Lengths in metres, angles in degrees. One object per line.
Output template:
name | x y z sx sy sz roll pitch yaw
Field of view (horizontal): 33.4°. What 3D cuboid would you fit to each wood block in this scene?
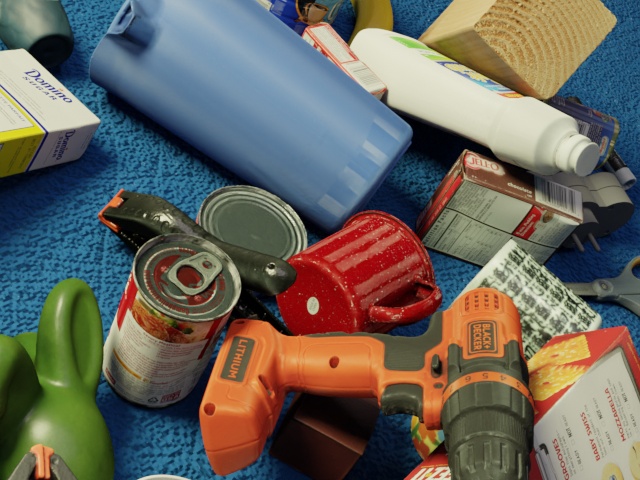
wood block | 0.167 -0.184 0.959 0.090 0.091 0.206 42 -1 -10

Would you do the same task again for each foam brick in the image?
foam brick | 0.008 0.116 0.720 0.053 0.051 0.078 30 44 -1

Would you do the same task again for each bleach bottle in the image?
bleach bottle | 0.131 -0.110 0.900 0.102 0.068 0.251 7 19 -44

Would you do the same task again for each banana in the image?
banana | 0.038 -0.241 1.074 0.069 0.037 0.198 14 46 -18

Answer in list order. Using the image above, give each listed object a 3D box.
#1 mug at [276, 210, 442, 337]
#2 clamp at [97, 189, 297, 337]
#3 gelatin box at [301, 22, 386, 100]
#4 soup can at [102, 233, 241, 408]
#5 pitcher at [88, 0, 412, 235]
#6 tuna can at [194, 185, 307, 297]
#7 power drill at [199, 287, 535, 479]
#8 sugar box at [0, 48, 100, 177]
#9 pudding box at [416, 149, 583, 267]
mug | 0.031 0.037 0.764 0.117 0.093 0.081 16 31 39
clamp | -0.080 0.023 0.745 0.172 0.120 0.039 29 57 27
gelatin box | 0.009 -0.134 0.934 0.030 0.073 0.089 -22 63 -40
soup can | -0.098 0.053 0.684 0.068 0.102 0.068 14 46 -15
pitcher | -0.049 -0.115 0.859 0.243 0.145 0.149 36 56 1
tuna can | -0.055 0.001 0.805 0.086 0.034 0.086 15 45 -16
power drill | 0.029 0.096 0.621 0.188 0.057 0.184 -3 28 10
sugar box | -0.245 -0.086 0.744 0.093 0.048 0.176 42 25 12
pudding box | 0.148 -0.018 0.889 0.113 0.090 0.039 20 47 -12
